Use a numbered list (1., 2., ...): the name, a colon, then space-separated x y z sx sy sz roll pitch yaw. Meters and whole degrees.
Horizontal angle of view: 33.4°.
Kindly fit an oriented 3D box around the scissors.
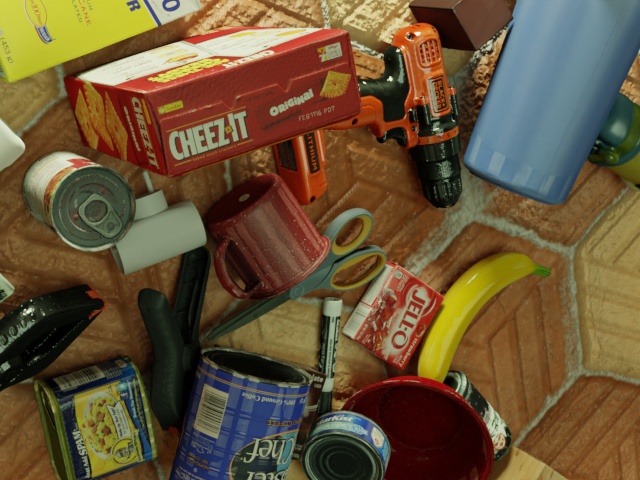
1. scissors: -0.018 0.027 1.007 0.201 0.016 0.096 -16 124 -32

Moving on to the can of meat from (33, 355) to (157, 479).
1. can of meat: -0.196 0.159 0.937 0.083 0.058 0.102 -16 108 -26

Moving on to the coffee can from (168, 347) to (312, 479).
1. coffee can: -0.073 0.176 0.936 0.102 0.103 0.140 12 95 -30

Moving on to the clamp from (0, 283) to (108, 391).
1. clamp: -0.268 0.105 0.873 0.209 0.036 0.165 -33 159 -36

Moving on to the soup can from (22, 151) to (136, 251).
1. soup can: -0.198 -0.034 0.865 0.068 0.102 0.068 -7 104 -27

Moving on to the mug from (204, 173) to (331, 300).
1. mug: -0.056 0.001 0.953 0.081 0.093 0.117 56 49 -21

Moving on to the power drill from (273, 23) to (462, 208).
1. power drill: 0.049 -0.097 1.012 0.187 0.057 0.184 -21 109 -25

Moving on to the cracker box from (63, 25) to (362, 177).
1. cracker box: -0.091 -0.115 0.839 0.164 0.214 0.072 -22 111 -23

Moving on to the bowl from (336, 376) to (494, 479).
1. bowl: 0.096 0.193 1.075 0.162 0.055 0.162 7 120 12

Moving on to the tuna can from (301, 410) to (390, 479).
1. tuna can: 0.024 0.212 1.052 0.086 0.033 0.086 6 119 12

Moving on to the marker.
1. marker: 0.007 0.117 1.058 0.020 0.020 0.121 0 101 -28

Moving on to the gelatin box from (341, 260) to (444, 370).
1. gelatin box: 0.074 0.075 1.078 0.073 0.030 0.089 34 85 -30

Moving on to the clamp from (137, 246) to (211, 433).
1. clamp: -0.125 0.090 0.955 0.120 0.039 0.171 -50 148 -54

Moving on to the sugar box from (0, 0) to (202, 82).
1. sugar box: -0.192 -0.201 0.864 0.176 0.048 0.093 -26 112 -20

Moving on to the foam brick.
1. foam brick: 0.133 -0.218 1.016 0.053 0.078 0.051 -43 119 -13

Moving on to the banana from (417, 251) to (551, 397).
1. banana: 0.158 0.074 1.111 0.197 0.037 0.069 -43 93 -12

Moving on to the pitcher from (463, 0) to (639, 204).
1. pitcher: 0.231 -0.164 1.035 0.149 0.145 0.243 11 105 -43
